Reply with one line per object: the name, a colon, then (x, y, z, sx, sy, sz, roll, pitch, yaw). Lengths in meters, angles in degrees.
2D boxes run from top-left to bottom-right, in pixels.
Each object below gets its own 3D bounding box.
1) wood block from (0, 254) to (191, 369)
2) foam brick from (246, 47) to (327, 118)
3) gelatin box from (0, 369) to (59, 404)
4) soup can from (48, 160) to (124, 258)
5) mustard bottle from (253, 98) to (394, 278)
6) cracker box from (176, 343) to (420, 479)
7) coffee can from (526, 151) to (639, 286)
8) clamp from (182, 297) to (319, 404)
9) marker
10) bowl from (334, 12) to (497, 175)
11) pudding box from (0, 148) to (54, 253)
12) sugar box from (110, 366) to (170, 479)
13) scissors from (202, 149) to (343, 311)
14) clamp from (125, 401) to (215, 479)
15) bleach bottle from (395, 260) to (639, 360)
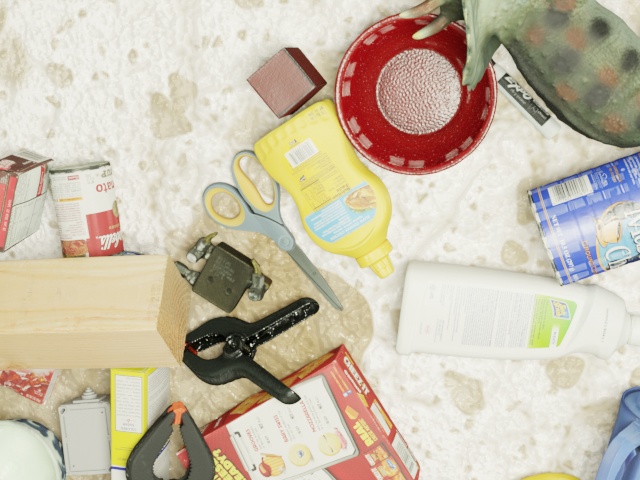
wood block: (-0.250, 0.076, 1.116, 0.206, 0.091, 0.090, -2, 59, 11)
foam brick: (-0.033, -0.162, 1.086, 0.053, 0.078, 0.051, -40, 92, 13)
gelatin box: (-0.344, 0.136, 1.228, 0.089, 0.030, 0.073, 24, 104, 5)
soup can: (-0.254, -0.031, 1.158, 0.068, 0.068, 0.102, -5, 100, 11)
mustard bottle: (0.019, -0.044, 1.110, 0.096, 0.058, 0.191, -31, 94, 19)
cracker box: (-0.022, 0.238, 1.170, 0.214, 0.072, 0.164, -32, 94, 16)
coffee can: (0.285, -0.025, 1.042, 0.140, 0.102, 0.103, -20, 97, 14)
clamp: (-0.079, 0.110, 1.153, 0.172, 0.120, 0.039, 6, 147, 28)
marker: (0.194, -0.150, 1.076, 0.121, 0.020, 0.020, 45, 105, -1)
bowl: (0.097, -0.148, 1.076, 0.162, 0.055, 0.162, 2, 102, 10)
pudding box: (-0.328, -0.044, 1.145, 0.039, 0.113, 0.090, 17, 104, 3)
sugar box: (-0.199, 0.213, 1.185, 0.048, 0.093, 0.176, 7, 102, 9)
scissors: (-0.058, 0.001, 1.156, 0.096, 0.016, 0.202, -22, 97, 15)
clamp: (-0.154, 0.278, 1.139, 0.164, 0.036, 0.210, 13, 97, -14)
bleach bottle: (0.208, 0.085, 1.101, 0.251, 0.068, 0.102, 8, 103, 6)
